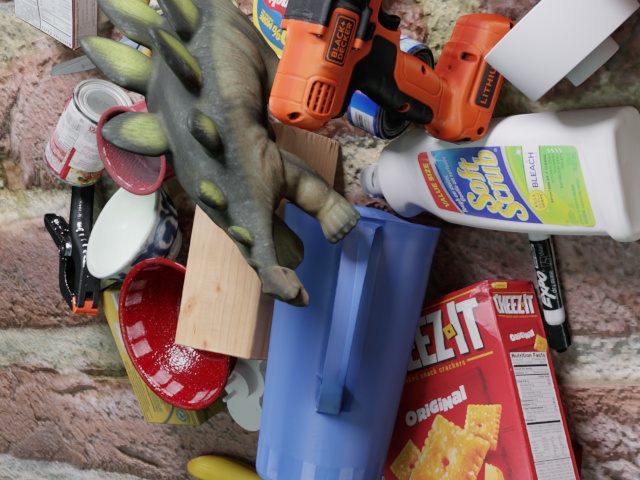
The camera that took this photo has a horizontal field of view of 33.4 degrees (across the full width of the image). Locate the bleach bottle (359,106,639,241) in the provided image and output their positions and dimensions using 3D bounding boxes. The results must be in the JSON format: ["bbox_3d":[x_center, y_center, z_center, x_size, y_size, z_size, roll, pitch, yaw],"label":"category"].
[{"bbox_3d":[0.139,-0.048,0.870,0.251,0.067,0.102,-2,111,42],"label":"bleach bottle"}]

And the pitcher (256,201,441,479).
[{"bbox_3d":[0.016,0.091,0.895,0.145,0.149,0.243,12,93,46],"label":"pitcher"}]

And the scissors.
[{"bbox_3d":[-0.189,-0.195,1.006,0.202,0.016,0.096,10,115,31],"label":"scissors"}]

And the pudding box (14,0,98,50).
[{"bbox_3d":[-0.263,-0.258,1.060,0.090,0.039,0.114,31,135,22],"label":"pudding box"}]

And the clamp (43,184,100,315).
[{"bbox_3d":[-0.273,0.001,1.205,0.120,0.039,0.171,-59,44,41],"label":"clamp"}]

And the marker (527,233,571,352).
[{"bbox_3d":[0.193,0.039,0.900,0.020,0.020,0.121,0,112,39],"label":"marker"}]

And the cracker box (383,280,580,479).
[{"bbox_3d":[0.125,0.158,0.924,0.164,0.071,0.214,-26,69,43],"label":"cracker box"}]

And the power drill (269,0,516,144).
[{"bbox_3d":[0.059,-0.157,0.786,0.057,0.187,0.184,27,101,53],"label":"power drill"}]

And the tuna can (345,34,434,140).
[{"bbox_3d":[0.058,-0.126,0.877,0.034,0.086,0.086,29,128,23],"label":"tuna can"}]

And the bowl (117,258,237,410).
[{"bbox_3d":[-0.134,0.089,1.091,0.162,0.055,0.162,14,113,37],"label":"bowl"}]

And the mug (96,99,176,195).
[{"bbox_3d":[-0.170,-0.096,1.080,0.093,0.081,0.117,54,134,3],"label":"mug"}]

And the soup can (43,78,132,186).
[{"bbox_3d":[-0.249,-0.115,1.143,0.068,0.068,0.102,48,133,9],"label":"soup can"}]

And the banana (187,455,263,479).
[{"bbox_3d":[-0.079,0.295,1.241,0.198,0.037,0.070,29,127,24],"label":"banana"}]

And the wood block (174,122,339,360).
[{"bbox_3d":[-0.056,0.001,0.971,0.090,0.090,0.206,7,86,37],"label":"wood block"}]
